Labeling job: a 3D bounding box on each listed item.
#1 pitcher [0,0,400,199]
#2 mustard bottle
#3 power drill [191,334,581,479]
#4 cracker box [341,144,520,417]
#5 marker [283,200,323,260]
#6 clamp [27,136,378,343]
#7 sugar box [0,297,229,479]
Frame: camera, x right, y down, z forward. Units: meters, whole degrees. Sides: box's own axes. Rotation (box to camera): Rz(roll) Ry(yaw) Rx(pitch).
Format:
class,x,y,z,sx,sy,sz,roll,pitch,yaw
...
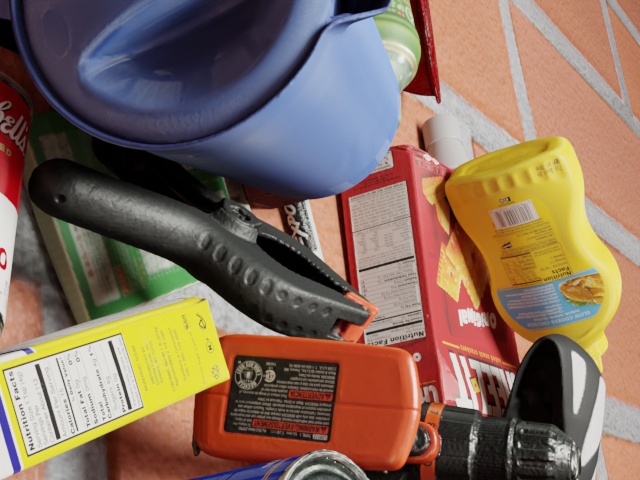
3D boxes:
class,x,y,z,sx,sy,sz,roll,pitch,yaw
pitcher,-0.042,-0.089,0.514,0.149,0.145,0.242,47,5,13
mustard bottle,0.172,0.022,0.803,0.191,0.096,0.058,64,30,-17
power drill,0.032,0.097,0.536,0.187,0.185,0.057,48,45,-64
cracker box,0.093,0.050,0.826,0.164,0.072,0.214,23,55,-55
marker,-0.012,-0.009,0.726,0.020,0.020,0.121,-4,78,-61
clamp,-0.053,0.001,0.494,0.171,0.039,0.120,32,22,3
sugar box,-0.121,0.065,0.409,0.176,0.093,0.048,-20,92,-61
